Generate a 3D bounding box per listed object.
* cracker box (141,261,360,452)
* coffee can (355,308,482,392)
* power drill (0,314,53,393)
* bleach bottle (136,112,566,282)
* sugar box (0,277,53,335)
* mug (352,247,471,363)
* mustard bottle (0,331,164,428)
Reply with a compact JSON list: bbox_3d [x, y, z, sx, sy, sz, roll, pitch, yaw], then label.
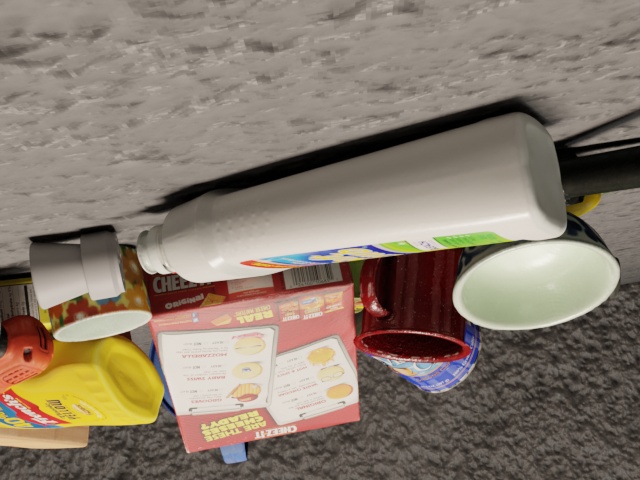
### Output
[{"bbox_3d":[-0.054,0.088,0.913,0.164,0.072,0.214,-10,141,-4],"label":"cracker box"},{"bbox_3d":[0.096,0.094,1.170,0.103,0.102,0.140,-17,141,39],"label":"coffee can"},{"bbox_3d":[-0.309,0.087,0.744,0.184,0.057,0.187,-26,156,13],"label":"power drill"},{"bbox_3d":[0.009,-0.015,0.629,0.251,0.068,0.102,-11,172,23],"label":"bleach bottle"},{"bbox_3d":[-0.256,0.058,0.855,0.176,0.048,0.093,-9,172,-20],"label":"sugar box"},{"bbox_3d":[0.068,0.043,0.845,0.093,0.081,0.117,-11,154,39],"label":"mug"},{"bbox_3d":[-0.232,0.120,0.884,0.192,0.058,0.096,-8,142,26],"label":"mustard bottle"}]
